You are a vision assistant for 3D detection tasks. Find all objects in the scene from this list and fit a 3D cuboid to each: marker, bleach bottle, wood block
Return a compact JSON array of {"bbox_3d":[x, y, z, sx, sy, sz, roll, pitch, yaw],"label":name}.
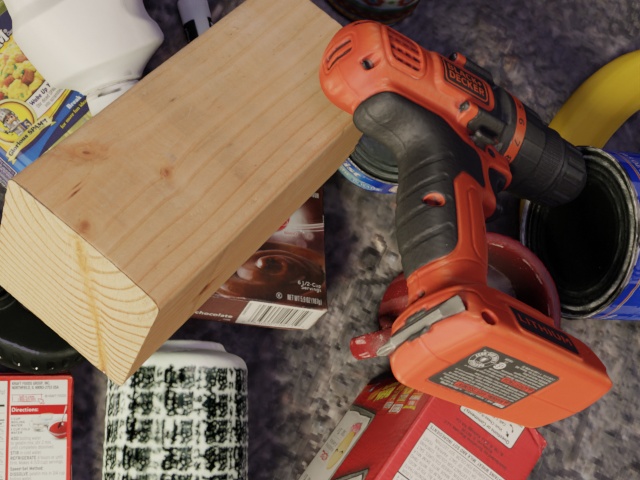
[{"bbox_3d":[-0.064,-0.092,0.658,0.020,0.020,0.121,-14,84,-16],"label":"marker"},{"bbox_3d":[-0.136,-0.185,0.571,0.102,0.068,0.251,-19,94,-17],"label":"bleach bottle"},{"bbox_3d":[-0.060,-0.037,0.557,0.090,0.091,0.205,40,53,4],"label":"wood block"}]

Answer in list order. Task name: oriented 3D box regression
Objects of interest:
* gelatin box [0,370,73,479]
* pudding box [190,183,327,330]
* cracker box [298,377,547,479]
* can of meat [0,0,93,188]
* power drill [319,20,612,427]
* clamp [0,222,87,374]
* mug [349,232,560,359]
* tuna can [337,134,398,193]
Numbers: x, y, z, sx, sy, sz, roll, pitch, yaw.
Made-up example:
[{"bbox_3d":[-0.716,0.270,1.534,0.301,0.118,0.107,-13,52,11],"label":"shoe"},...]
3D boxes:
[{"bbox_3d":[-0.174,0.118,0.591,0.073,0.030,0.089,1,80,-13],"label":"gelatin box"},{"bbox_3d":[-0.054,0.001,0.618,0.113,0.039,0.090,10,59,-20],"label":"pudding box"},{"bbox_3d":[0.012,0.173,0.558,0.072,0.164,0.213,37,74,-4],"label":"cracker box"},{"bbox_3d":[-0.169,-0.087,0.612,0.084,0.057,0.102,44,73,-5],"label":"can of meat"},{"bbox_3d":[0.083,-0.006,0.527,0.184,0.057,0.187,21,44,-34],"label":"power drill"},{"bbox_3d":[-0.190,0.019,0.586,0.209,0.036,0.164,-5,65,-28],"label":"clamp"},{"bbox_3d":[0.073,0.050,0.636,0.117,0.082,0.093,-18,85,-16],"label":"mug"},{"bbox_3d":[0.044,-0.073,0.674,0.086,0.034,0.086,2,80,-14],"label":"tuna can"}]
